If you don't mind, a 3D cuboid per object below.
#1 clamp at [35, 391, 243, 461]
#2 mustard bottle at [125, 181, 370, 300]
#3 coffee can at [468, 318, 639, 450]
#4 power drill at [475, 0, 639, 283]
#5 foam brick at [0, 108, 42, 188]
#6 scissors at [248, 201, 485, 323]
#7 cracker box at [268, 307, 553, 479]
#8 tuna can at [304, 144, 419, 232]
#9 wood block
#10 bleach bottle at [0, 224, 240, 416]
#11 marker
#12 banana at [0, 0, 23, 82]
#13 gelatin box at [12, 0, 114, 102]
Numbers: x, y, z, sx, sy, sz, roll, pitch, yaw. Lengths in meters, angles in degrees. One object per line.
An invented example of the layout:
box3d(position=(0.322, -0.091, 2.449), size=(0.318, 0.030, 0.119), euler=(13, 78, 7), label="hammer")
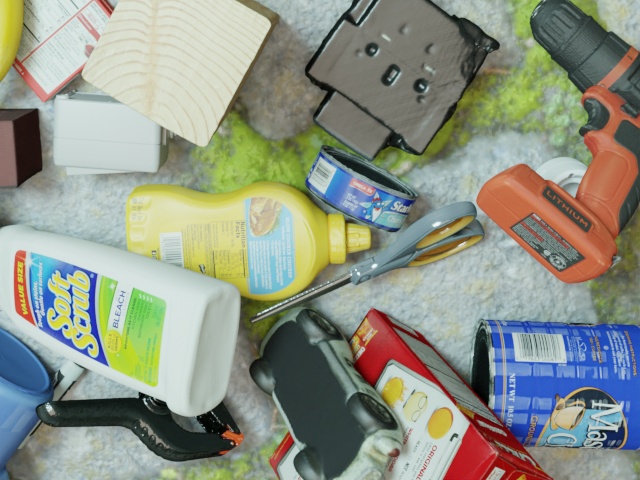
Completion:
box3d(position=(-0.144, 0.135, 0.865), size=(0.171, 0.120, 0.039), euler=(38, 144, -9), label="clamp")
box3d(position=(-0.056, 0.001, 0.854), size=(0.191, 0.058, 0.096), euler=(-2, 104, 0), label="mustard bottle")
box3d(position=(0.197, 0.116, 0.860), size=(0.140, 0.103, 0.103), euler=(2, 103, -1), label="coffee can")
box3d(position=(0.197, -0.076, 0.797), size=(0.184, 0.057, 0.187), euler=(41, 64, 0), label="power drill")
box3d(position=(-0.252, -0.072, 0.826), size=(0.053, 0.078, 0.051), euler=(-1, 104, 0), label="foam brick")
box3d(position=(0.042, 0.015, 0.831), size=(0.201, 0.096, 0.016), euler=(-18, 68, -16), label="scissors")
box3d(position=(0.059, 0.175, 0.816), size=(0.072, 0.214, 0.164), euler=(28, 101, -31), label="cracker box")
box3d(position=(0.032, -0.040, 0.832), size=(0.086, 0.086, 0.034), euler=(26, 103, -6), label="tuna can")
box3d(position=(-0.089, -0.138, 0.747), size=(0.090, 0.206, 0.091), euler=(29, 101, -7), label="wood block")
box3d(position=(-0.185, 0.051, 0.820), size=(0.251, 0.068, 0.102), euler=(14, 99, 26), label="bleach bottle")
box3d(position=(-0.224, 0.127, 0.901), size=(0.020, 0.020, 0.121), euler=(39, 99, -9), label="marker")
box3d(position=(-0.257, -0.195, 0.795), size=(0.069, 0.037, 0.198), euler=(-5, 85, 2), label="banana")
box3d(position=(-0.204, -0.163, 0.831), size=(0.089, 0.030, 0.073), euler=(-38, 99, 8), label="gelatin box")
